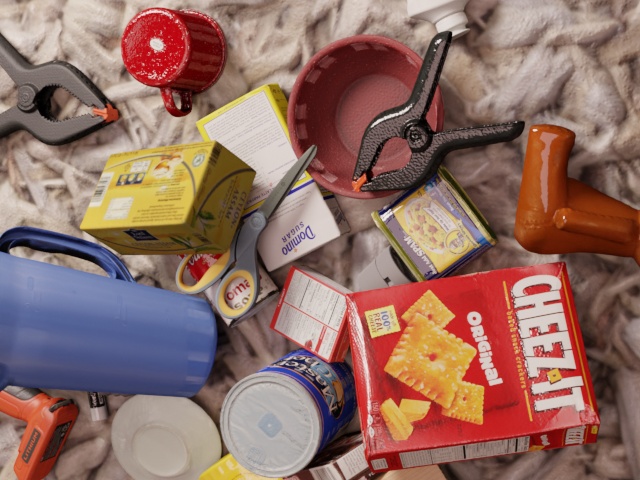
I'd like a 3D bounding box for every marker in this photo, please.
[{"bbox_3d":[-0.263,0.145,1.220,0.020,0.020,0.121,-10,92,19],"label":"marker"}]

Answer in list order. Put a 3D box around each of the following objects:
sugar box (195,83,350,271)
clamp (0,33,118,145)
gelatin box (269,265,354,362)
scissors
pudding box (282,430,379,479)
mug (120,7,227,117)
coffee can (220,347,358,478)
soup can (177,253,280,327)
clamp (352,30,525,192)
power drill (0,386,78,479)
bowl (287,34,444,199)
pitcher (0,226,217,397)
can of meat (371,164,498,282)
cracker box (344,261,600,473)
[{"bbox_3d":[-0.049,-0.066,1.116,0.093,0.048,0.176,-26,91,20],"label":"sugar box"},{"bbox_3d":[-0.329,-0.151,1.202,0.210,0.036,0.164,20,101,15],"label":"clamp"},{"bbox_3d":[-0.003,0.076,1.110,0.089,0.030,0.073,27,104,33],"label":"gelatin box"},{"bbox_3d":[-0.057,0.001,1.076,0.202,0.016,0.096,-36,86,11],"label":"scissors"},{"bbox_3d":[0.025,0.223,1.071,0.114,0.089,0.039,-28,90,57],"label":"pudding box"},{"bbox_3d":[-0.155,-0.188,1.118,0.093,0.081,0.117,-2,95,18],"label":"mug"},{"bbox_3d":[-0.028,0.170,1.081,0.103,0.140,0.103,2,96,18],"label":"coffee can"},{"bbox_3d":[-0.099,0.033,1.129,0.069,0.068,0.102,-38,84,18],"label":"soup can"},{"bbox_3d":[0.092,-0.112,1.007,0.172,0.039,0.120,-30,84,19],"label":"clamp"},{"bbox_3d":[-0.389,0.204,1.247,0.188,0.057,0.184,31,104,13],"label":"power drill"},{"bbox_3d":[0.050,-0.123,1.071,0.162,0.055,0.162,2,96,18],"label":"bowl"},{"bbox_3d":[-0.235,0.085,1.098,0.242,0.145,0.149,11,101,-26],"label":"pitcher"},{"bbox_3d":[0.115,-0.012,1.061,0.084,0.057,0.102,-38,84,15],"label":"can of meat"},{"bbox_3d":[0.138,0.118,1.001,0.214,0.072,0.164,-9,64,6],"label":"cracker box"}]
